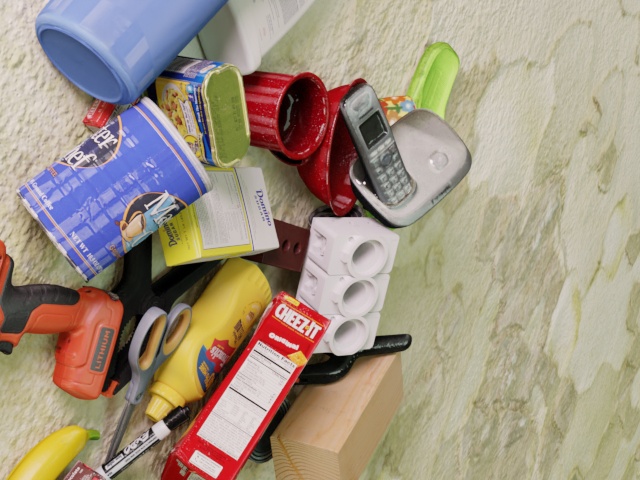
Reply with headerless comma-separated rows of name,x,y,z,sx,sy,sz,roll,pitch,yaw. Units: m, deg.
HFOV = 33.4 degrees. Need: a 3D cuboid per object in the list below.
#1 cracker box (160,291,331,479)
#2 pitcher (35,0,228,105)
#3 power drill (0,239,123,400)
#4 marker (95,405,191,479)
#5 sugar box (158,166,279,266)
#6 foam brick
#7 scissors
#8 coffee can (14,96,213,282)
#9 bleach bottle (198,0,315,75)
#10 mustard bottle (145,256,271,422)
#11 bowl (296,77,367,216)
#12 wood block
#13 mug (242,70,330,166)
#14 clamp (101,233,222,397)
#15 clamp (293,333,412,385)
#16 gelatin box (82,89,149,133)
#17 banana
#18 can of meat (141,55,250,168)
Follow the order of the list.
cracker box,-0.084,0.176,1.154,0.213,0.072,0.164,-57,179,-26
pitcher,-0.148,-0.247,0.950,0.242,0.149,0.145,-55,155,-22
power drill,-0.270,0.096,0.946,0.187,0.057,0.184,21,84,-55
marker,-0.183,0.209,1.092,0.121,0.020,0.020,-38,137,-3
sugar box,-0.106,-0.027,1.085,0.176,0.048,0.093,-4,81,-69
foam brick,-0.058,0.001,1.209,0.078,0.051,0.053,16,88,-55
scissors,-0.175,0.141,1.084,0.096,0.016,0.202,-36,151,-50
coffee can,-0.181,-0.045,0.941,0.140,0.103,0.102,-38,135,-9
bleach bottle,-0.034,-0.281,1.137,0.250,0.068,0.102,-48,136,-37
mustard bottle,-0.126,0.113,1.146,0.191,0.058,0.096,-55,159,-25
bowl,0.013,-0.112,1.244,0.162,0.055,0.162,11,90,-72
wood block,0.025,0.217,1.325,0.205,0.090,0.091,-52,144,-48
mug,-0.046,-0.130,1.154,0.093,0.082,0.117,-51,138,-30
clamp,-0.181,0.053,1.069,0.210,0.036,0.164,-61,144,-16
clamp,0.030,0.132,1.329,0.171,0.120,0.039,-43,152,-32
gelatin box,-0.178,-0.118,1.023,0.089,0.030,0.073,46,66,-51
banana,-0.276,0.245,1.007,0.197,0.037,0.069,-54,139,-28
can of meat,-0.117,-0.122,1.003,0.057,0.084,0.102,-37,130,-42
